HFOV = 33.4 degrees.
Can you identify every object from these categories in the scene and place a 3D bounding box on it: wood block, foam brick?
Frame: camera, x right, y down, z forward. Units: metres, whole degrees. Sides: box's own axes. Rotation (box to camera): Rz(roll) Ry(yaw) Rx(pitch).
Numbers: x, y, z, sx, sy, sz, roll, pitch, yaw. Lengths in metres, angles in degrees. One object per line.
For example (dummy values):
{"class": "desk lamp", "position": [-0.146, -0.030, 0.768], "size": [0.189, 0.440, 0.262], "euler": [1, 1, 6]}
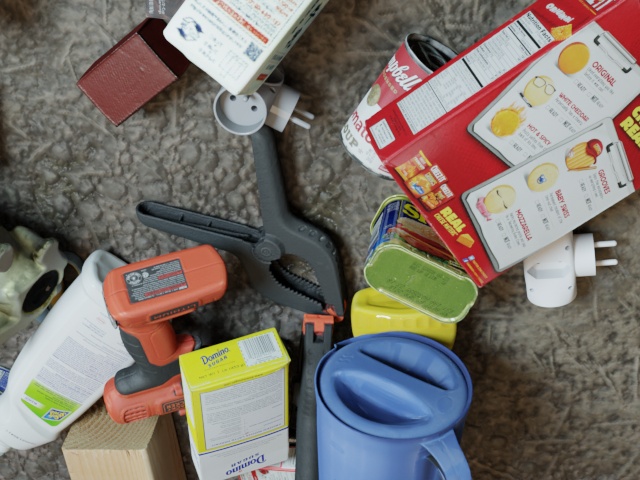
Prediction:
{"class": "wood block", "position": [-0.196, 0.271, 1.131], "size": [0.091, 0.090, 0.206], "euler": [-1, 120, 10]}
{"class": "foam brick", "position": [-0.155, -0.142, 0.895], "size": [0.078, 0.053, 0.051], "euler": [-32, 110, 26]}

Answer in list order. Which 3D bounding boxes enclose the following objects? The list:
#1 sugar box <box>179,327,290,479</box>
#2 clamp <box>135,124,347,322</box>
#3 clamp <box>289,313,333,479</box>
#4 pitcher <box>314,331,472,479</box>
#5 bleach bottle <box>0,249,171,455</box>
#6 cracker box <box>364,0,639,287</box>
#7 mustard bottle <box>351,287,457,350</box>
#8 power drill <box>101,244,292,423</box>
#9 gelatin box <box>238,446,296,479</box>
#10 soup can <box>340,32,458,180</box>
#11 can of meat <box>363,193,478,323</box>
{"class": "sugar box", "position": [-0.077, 0.158, 0.993], "size": [0.093, 0.048, 0.176], "euler": [-15, 144, -15]}
{"class": "clamp", "position": [-0.056, 0.001, 0.972], "size": [0.165, 0.036, 0.210], "euler": [-25, 117, 29]}
{"class": "clamp", "position": [-0.009, 0.152, 1.003], "size": [0.039, 0.120, 0.171], "euler": [-2, 125, -10]}
{"class": "pitcher", "position": [0.063, 0.216, 0.951], "size": [0.145, 0.149, 0.243], "euler": [9, 126, 11]}
{"class": "bleach bottle", "position": [-0.258, 0.125, 1.048], "size": [0.102, 0.068, 0.251], "euler": [37, 114, -23]}
{"class": "cracker box", "position": [0.164, -0.084, 0.813], "size": [0.214, 0.072, 0.164], "euler": [-34, 128, 11]}
{"class": "mustard bottle", "position": [0.083, 0.133, 1.013], "size": [0.096, 0.058, 0.191], "euler": [-2, 121, 7]}
{"class": "power drill", "position": [-0.115, 0.088, 0.970], "size": [0.184, 0.057, 0.188], "euler": [-17, 140, -13]}
{"class": "gelatin box", "position": [-0.040, 0.242, 1.108], "size": [0.089, 0.030, 0.073], "euler": [2, 140, 10]}
{"class": "soup can", "position": [0.070, -0.107, 0.865], "size": [0.068, 0.068, 0.102], "euler": [32, 121, -9]}
{"class": "can of meat", "position": [0.090, 0.016, 0.926], "size": [0.102, 0.084, 0.058], "euler": [26, 122, -5]}
